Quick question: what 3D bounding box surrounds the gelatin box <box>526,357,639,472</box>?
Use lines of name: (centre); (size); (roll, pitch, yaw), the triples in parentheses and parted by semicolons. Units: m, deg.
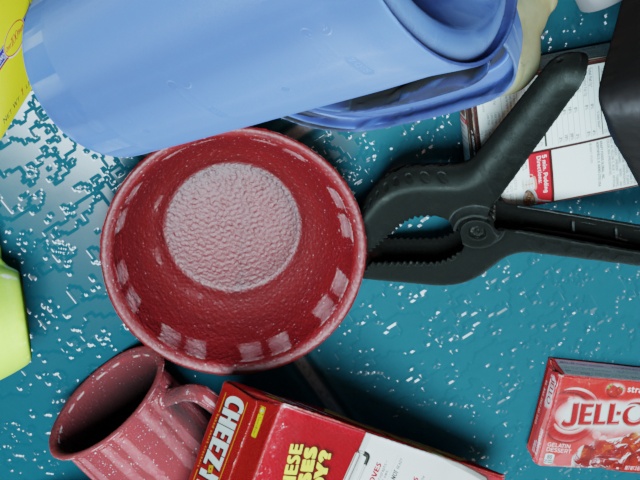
gelatin box: (0.199, 0.126, 0.763); (0.089, 0.030, 0.073); (7, 109, -10)

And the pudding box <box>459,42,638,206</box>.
pudding box: (0.147, -0.071, 0.679); (0.113, 0.039, 0.090); (-11, 112, -5)

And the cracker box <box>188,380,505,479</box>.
cracker box: (0.007, 0.196, 0.679); (0.213, 0.072, 0.164); (25, 82, -38)

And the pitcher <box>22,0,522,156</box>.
pitcher: (-0.030, -0.112, 0.527); (0.243, 0.144, 0.149); (-13, 96, 41)

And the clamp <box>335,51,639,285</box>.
clamp: (0.106, -0.013, 0.653); (0.210, 0.036, 0.164); (-25, 124, 33)

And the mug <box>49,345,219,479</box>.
mug: (-0.104, 0.125, 0.688); (0.117, 0.093, 0.081); (-25, 119, 27)

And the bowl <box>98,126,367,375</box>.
bowl: (-0.054, 0.001, 0.669); (0.162, 0.055, 0.162); (-2, 110, -5)
